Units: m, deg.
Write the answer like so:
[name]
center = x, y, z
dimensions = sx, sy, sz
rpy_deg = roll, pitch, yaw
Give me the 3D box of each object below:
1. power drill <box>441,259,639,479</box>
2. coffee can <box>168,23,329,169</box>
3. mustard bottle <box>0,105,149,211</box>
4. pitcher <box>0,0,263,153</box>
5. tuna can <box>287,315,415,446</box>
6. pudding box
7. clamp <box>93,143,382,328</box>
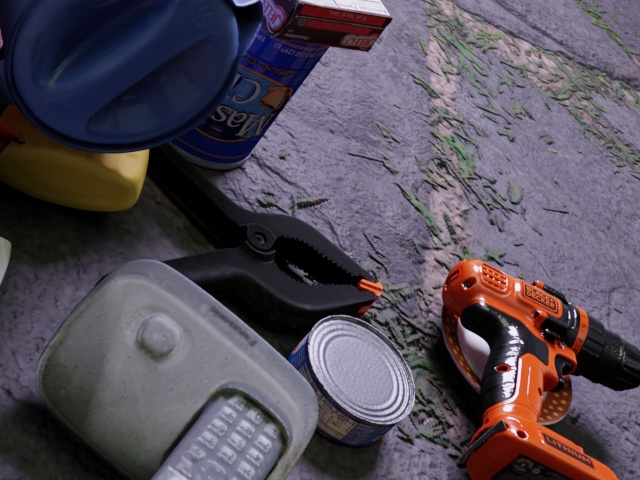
[power drill]
center = 0.171, 0.113, 0.782
dimensions = 0.184, 0.057, 0.187
rpy_deg = 26, 37, -14
[coffee can]
center = -0.062, -0.136, 0.794
dimensions = 0.102, 0.140, 0.103
rpy_deg = 24, 39, -22
[mustard bottle]
center = -0.149, -0.112, 0.723
dimensions = 0.096, 0.058, 0.191
rpy_deg = 13, 54, -3
[pitcher]
center = -0.154, -0.175, 0.655
dimensions = 0.149, 0.145, 0.243
rpy_deg = 21, 32, -42
[tuna can]
center = 0.020, 0.095, 0.717
dimensions = 0.086, 0.034, 0.086
rpy_deg = 24, 39, -22
[pudding box]
center = -0.014, -0.183, 0.733
dimensions = 0.089, 0.039, 0.113
rpy_deg = -1, 55, -43
[clamp]
center = -0.055, 0.001, 0.746
dimensions = 0.209, 0.036, 0.164
rpy_deg = 16, 43, -24
